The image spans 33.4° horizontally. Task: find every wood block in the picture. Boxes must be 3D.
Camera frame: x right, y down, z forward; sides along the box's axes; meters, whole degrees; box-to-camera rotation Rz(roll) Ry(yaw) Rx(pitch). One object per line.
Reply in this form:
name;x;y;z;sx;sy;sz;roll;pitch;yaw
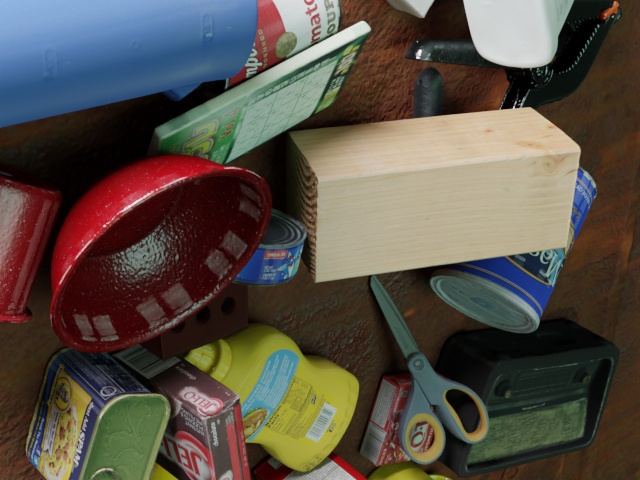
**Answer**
wood block;0.083;-0.039;0.828;0.206;0.090;0.091;-8;120;-14

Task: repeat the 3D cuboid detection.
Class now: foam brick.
foam brick;-0.099;0.045;0.787;0.078;0.051;0.053;-20;124;-34

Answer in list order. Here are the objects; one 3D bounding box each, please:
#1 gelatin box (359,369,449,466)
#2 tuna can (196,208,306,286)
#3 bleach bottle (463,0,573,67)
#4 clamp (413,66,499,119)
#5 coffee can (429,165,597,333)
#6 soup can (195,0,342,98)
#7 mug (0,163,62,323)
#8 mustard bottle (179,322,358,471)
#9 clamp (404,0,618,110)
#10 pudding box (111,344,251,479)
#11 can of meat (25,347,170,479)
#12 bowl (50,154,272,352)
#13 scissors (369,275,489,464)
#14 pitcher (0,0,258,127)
gelatin box;0.083;0.172;1.039;0.073;0.030;0.089;1;111;-43
tuna can;-0.055;0.001;0.779;0.085;0.086;0.034;-5;116;-41
bleach bottle;0.193;-0.258;0.852;0.250;0.068;0.102;-58;144;-29
clamp;0.107;-0.057;0.930;0.120;0.039;0.171;10;105;-34
coffee can;0.172;-0.003;0.954;0.102;0.103;0.140;45;67;-46
soup can;-0.044;-0.147;0.722;0.102;0.069;0.068;-31;130;-28
mug;-0.216;-0.009;0.636;0.117;0.093;0.081;20;94;-10
mustard bottle;-0.049;0.120;0.869;0.191;0.058;0.096;36;85;-47
clamp;0.166;-0.149;0.893;0.210;0.036;0.164;-44;127;-12
pudding box;-0.102;0.133;0.788;0.039;0.114;0.090;-28;128;-34
can of meat;-0.161;0.136;0.756;0.057;0.084;0.102;6;107;-44
bowl;-0.111;-0.002;0.680;0.162;0.055;0.162;-32;154;-18
scissors;0.078;0.130;0.984;0.096;0.016;0.201;-45;111;-1
pitcher;-0.165;-0.134;0.577;0.242;0.145;0.149;-21;94;-30
